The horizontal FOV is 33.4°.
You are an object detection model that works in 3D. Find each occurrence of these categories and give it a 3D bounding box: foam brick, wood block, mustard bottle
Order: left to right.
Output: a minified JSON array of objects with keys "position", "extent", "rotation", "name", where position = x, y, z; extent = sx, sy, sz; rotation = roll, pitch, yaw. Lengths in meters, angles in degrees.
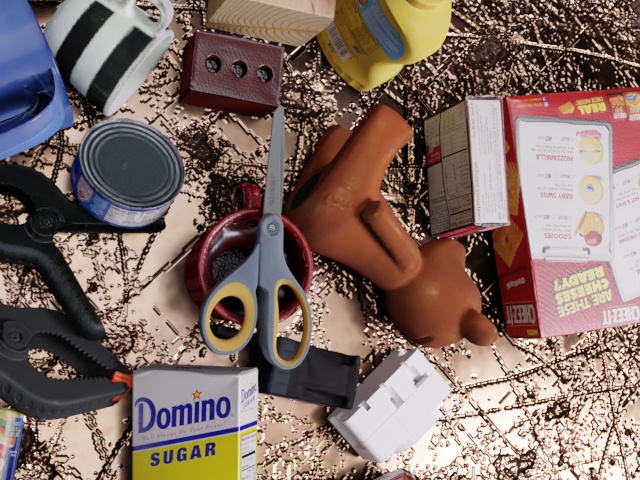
[{"position":[-0.074,-0.137,0.887],"extent":[0.078,0.051,0.053],"rotation":[8,83,-18],"name":"foam brick"},{"position":[-0.032,-0.281,0.896],"extent":[0.090,0.090,0.206],"rotation":[9,82,-18],"name":"wood block"},{"position":[0.056,-0.187,0.862],"extent":[0.058,0.192,0.096],"rotation":[-28,94,-20],"name":"mustard bottle"}]

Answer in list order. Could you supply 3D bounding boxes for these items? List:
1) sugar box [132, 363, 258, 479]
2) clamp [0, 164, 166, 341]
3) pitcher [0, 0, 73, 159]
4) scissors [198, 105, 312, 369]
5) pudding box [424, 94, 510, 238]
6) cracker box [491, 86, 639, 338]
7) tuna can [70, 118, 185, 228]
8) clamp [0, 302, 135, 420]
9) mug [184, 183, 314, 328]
[{"position":[-0.097,0.185,0.820],"extent":[0.093,0.048,0.176],"rotation":[-1,92,18],"name":"sugar box"},{"position":[-0.214,0.002,0.827],"extent":[0.171,0.039,0.120],"rotation":[21,57,-13],"name":"clamp"},{"position":[-0.305,-0.093,0.757],"extent":[0.242,0.149,0.145],"rotation":[-27,93,-16],"name":"pitcher"},{"position":[-0.055,0.001,0.810],"extent":[0.096,0.016,0.202],"rotation":[-10,88,-20],"name":"scissors"},{"position":[0.127,-0.062,0.928],"extent":[0.039,0.090,0.113],"rotation":[-3,85,-19],"name":"pudding box"},{"position":[0.239,-0.027,0.974],"extent":[0.164,0.072,0.214],"rotation":[-7,88,-19],"name":"cracker box"},{"position":[-0.153,-0.053,0.844],"extent":[0.086,0.034,0.086],"rotation":[15,54,-21],"name":"tuna can"},{"position":[-0.239,0.072,0.798],"extent":[0.209,0.036,0.164],"rotation":[18,42,-31],"name":"clamp"},{"position":[-0.062,0.013,0.860],"extent":[0.093,0.082,0.117],"rotation":[0,85,-19],"name":"mug"}]
